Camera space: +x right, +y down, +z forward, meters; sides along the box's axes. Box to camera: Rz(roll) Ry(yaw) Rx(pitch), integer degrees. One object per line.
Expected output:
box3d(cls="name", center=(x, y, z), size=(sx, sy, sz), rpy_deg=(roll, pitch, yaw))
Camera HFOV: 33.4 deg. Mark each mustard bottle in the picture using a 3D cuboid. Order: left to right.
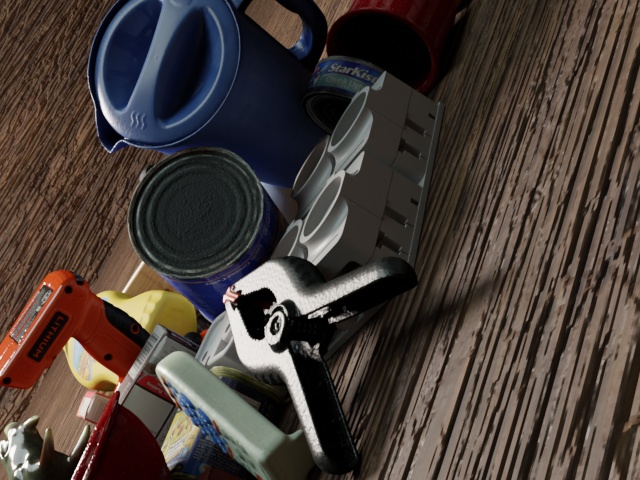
box3d(cls="mustard bottle", center=(-0.193, 0.096, 1.011), size=(0.192, 0.058, 0.096), rpy_deg=(-3, 76, 49))

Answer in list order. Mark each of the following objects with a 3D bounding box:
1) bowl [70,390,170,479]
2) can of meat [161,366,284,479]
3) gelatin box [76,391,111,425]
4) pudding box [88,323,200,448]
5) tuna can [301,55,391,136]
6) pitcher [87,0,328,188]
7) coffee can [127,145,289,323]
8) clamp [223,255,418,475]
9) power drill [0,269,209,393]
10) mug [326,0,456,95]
box3d(cls="bowl", center=(-0.139, 0.181, 0.684), size=(0.162, 0.055, 0.162), rpy_deg=(-157, 91, -80))
box3d(cls="can of meat", center=(-0.077, 0.145, 0.757), size=(0.102, 0.057, 0.084), rpy_deg=(-37, 28, 58))
box3d(cls="gelatin box", center=(-0.183, 0.172, 1.015), size=(0.030, 0.089, 0.073), rpy_deg=(-69, 14, -13))
box3d(cls="pudding box", center=(-0.117, 0.137, 0.847), size=(0.113, 0.090, 0.039), rpy_deg=(-59, 17, -3))
box3d(cls="tuna can", center=(0.029, -0.107, 0.845), size=(0.033, 0.086, 0.086), rpy_deg=(-65, 14, -19))
box3d(cls="pitcher", center=(-0.062, -0.123, 0.881), size=(0.242, 0.149, 0.145), rpy_deg=(18, -108, -64))
box3d(cls="coffee can", center=(-0.074, 0.003, 0.818), size=(0.102, 0.103, 0.140), rpy_deg=(-63, -21, -13))
box3d(cls="clamp", center=(-0.005, 0.045, 0.624), size=(0.172, 0.039, 0.120), rpy_deg=(37, 101, 54))
box3d(cls="power drill", center=(-0.174, 0.125, 0.879), size=(0.057, 0.187, 0.184), rpy_deg=(11, 68, 60))
box3d(cls="mug", center=(0.059, -0.163, 0.868), size=(0.117, 0.093, 0.081), rpy_deg=(109, -174, -51))
